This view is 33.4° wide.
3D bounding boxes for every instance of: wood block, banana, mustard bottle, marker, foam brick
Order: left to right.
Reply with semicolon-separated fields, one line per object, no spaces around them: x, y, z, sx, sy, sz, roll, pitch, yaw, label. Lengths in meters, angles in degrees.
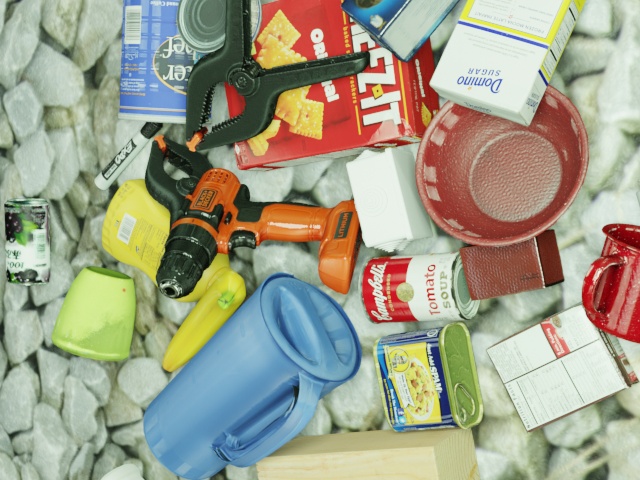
-0.224;-0.104;1.254;0.121;0.020;0.020;-43;73;27;marker
-0.160;0.014;1.203;0.192;0.058;0.096;34;112;25;mustard bottle
-0.120;0.079;1.130;0.037;0.069;0.198;46;144;5;banana
0.049;0.246;1.078;0.206;0.090;0.090;-11;90;31;wood block
0.180;0.023;1.000;0.078;0.051;0.053;-12;89;32;foam brick

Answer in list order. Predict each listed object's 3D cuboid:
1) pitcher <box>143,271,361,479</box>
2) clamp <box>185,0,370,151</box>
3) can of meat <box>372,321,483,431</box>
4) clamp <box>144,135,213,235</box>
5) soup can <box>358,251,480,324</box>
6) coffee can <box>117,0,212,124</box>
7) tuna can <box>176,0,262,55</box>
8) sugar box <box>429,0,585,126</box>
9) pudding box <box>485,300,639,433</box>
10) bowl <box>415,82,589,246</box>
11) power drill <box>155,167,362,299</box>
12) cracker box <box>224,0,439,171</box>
-0.080;0.160;1.123;0.243;0.149;0.145;-43;79;30;pitcher
-0.061;-0.158;1.041;0.164;0.036;0.210;35;122;0;clamp
0.105;0.137;1.053;0.084;0.057;0.102;-12;87;34;can of meat
-0.148;-0.044;1.166;0.172;0.120;0.039;44;141;25;clamp
0.098;0.047;1.043;0.102;0.068;0.068;-5;92;31;soup can
-0.166;-0.199;1.161;0.103;0.102;0.140;7;98;31;coffee can
-0.103;-0.228;1.079;0.086;0.033;0.086;-2;86;31;tuna can
0.177;-0.199;0.956;0.093;0.048;0.176;24;89;29;sugar box
0.223;0.116;0.990;0.114;0.039;0.090;-32;78;31;pudding box
0.171;-0.067;0.980;0.162;0.055;0.162;-8;72;25;bowl
-0.057;0.001;1.063;0.188;0.184;0.057;10;132;7;power drill
0.004;-0.166;1.078;0.214;0.072;0.164;-8;90;31;cracker box
